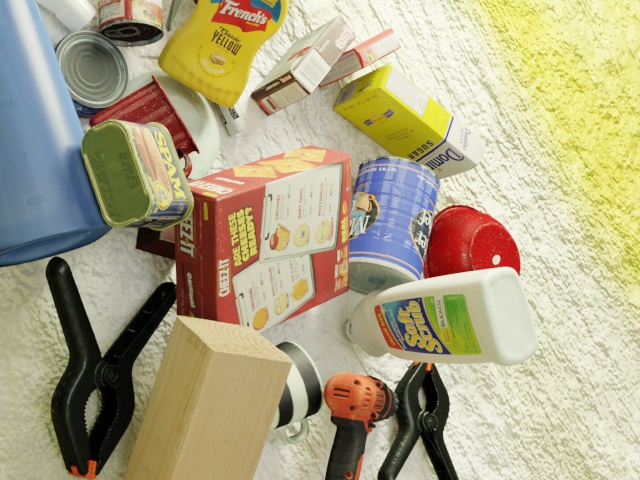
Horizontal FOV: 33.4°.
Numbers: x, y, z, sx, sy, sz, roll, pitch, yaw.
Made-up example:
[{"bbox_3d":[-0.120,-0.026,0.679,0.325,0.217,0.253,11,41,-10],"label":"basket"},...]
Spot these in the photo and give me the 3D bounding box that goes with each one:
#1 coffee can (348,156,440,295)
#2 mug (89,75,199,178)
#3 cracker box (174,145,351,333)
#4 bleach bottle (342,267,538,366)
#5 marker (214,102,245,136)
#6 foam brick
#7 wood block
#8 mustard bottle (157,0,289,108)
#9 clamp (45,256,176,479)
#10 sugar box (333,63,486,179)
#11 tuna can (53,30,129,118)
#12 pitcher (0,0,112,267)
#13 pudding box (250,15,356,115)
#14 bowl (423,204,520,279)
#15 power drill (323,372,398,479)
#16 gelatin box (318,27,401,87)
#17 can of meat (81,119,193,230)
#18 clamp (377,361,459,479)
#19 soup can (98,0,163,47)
[{"bbox_3d":[0.080,-0.014,1.263,0.102,0.103,0.140,28,63,-29],"label":"coffee can"},{"bbox_3d":[-0.174,-0.099,1.081,0.081,0.093,0.117,-31,70,-5],"label":"mug"},{"bbox_3d":[-0.057,0.001,1.125,0.213,0.072,0.164,-22,120,-46],"label":"cracker box"},{"bbox_3d":[0.116,0.095,1.170,0.067,0.251,0.102,-15,90,-39],"label":"bleach bottle"},{"bbox_3d":[-0.120,-0.175,1.203,0.020,0.020,0.121,-32,99,-38],"label":"marker"},{"bbox_3d":[-0.154,-0.025,1.120,0.051,0.053,0.078,19,68,-33],"label":"foam brick"},{"bbox_3d":[-0.114,0.187,1.020,0.090,0.090,0.206,12,101,-35],"label":"wood block"},{"bbox_3d":[-0.089,-0.246,1.149,0.096,0.058,0.192,29,98,-23],"label":"mustard bottle"},{"bbox_3d":[-0.207,0.124,1.040,0.164,0.036,0.210,6,88,-52],"label":"clamp"},{"bbox_3d":[0.112,-0.141,1.325,0.176,0.094,0.048,36,60,-25],"label":"sugar box"},{"bbox_3d":[-0.242,-0.172,1.100,0.086,0.034,0.086,10,73,-35],"label":"tuna can"},{"bbox_3d":[-0.294,-0.099,0.989,0.149,0.145,0.243,-5,77,-71],"label":"pitcher"},{"bbox_3d":[-0.020,-0.203,1.242,0.039,0.090,0.113,48,56,-16],"label":"pudding box"},{"bbox_3d":[0.208,0.027,1.383,0.161,0.055,0.162,9,74,-35],"label":"bowl"},{"bbox_3d":[0.037,0.240,1.172,0.184,0.057,0.187,32,64,-67],"label":"power drill"},{"bbox_3d":[0.043,-0.220,1.293,0.073,0.089,0.030,-34,102,-37],"label":"gelatin box"},{"bbox_3d":[-0.171,-0.061,0.990,0.102,0.057,0.083,70,18,5],"label":"can of meat"},{"bbox_3d":[0.113,0.224,1.274,0.120,0.039,0.171,10,67,-40],"label":"clamp"},{"bbox_3d":[-0.203,-0.265,1.131,0.068,0.069,0.102,4,77,-37],"label":"soup can"}]
